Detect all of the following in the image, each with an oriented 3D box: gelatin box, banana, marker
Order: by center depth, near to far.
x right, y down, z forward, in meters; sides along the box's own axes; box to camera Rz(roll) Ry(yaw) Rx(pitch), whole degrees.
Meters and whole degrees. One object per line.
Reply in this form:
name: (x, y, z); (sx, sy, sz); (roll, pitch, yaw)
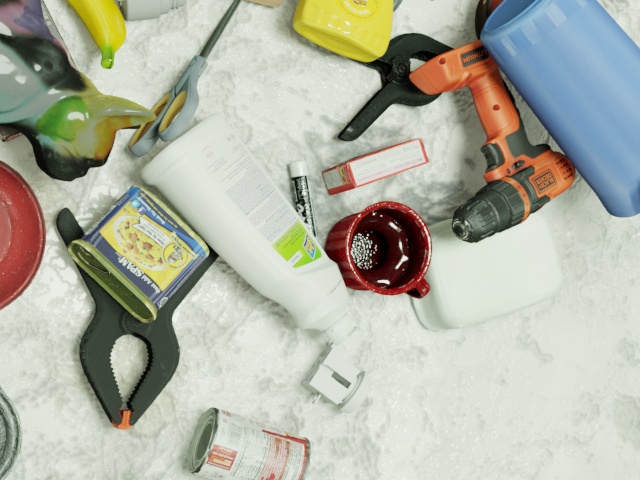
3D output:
banana: (-0.243, -0.248, 1.001); (0.037, 0.069, 0.198); (-40, 94, 17)
gelatin box: (0.056, -0.076, 1.090); (0.089, 0.073, 0.030); (-21, 94, -20)
marker: (-0.014, -0.021, 1.092); (0.020, 0.020, 0.121); (-9, 90, -20)

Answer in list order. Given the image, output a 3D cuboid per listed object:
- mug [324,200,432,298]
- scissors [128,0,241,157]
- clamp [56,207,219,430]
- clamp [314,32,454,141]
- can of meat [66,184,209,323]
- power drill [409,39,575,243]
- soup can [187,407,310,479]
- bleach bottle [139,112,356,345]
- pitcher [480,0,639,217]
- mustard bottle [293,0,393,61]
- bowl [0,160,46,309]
mug: (0.063, 0.017, 1.083); (0.117, 0.082, 0.093); (40, 75, -13)
scissors: (-0.116, -0.162, 1.029); (0.016, 0.096, 0.201); (40, 78, -27)
clamp: (-0.187, 0.071, 1.015); (0.164, 0.036, 0.210); (15, 78, -17)
clamp: (0.076, -0.166, 1.121); (0.171, 0.039, 0.120); (-5, 90, -20)
can of meat: (-0.166, 0.011, 0.983); (0.102, 0.058, 0.083); (44, 66, -8)
power drill: (0.165, -0.103, 1.083); (0.184, 0.057, 0.187); (-28, 93, -41)
soup can: (-0.069, 0.208, 1.033); (0.102, 0.069, 0.068); (22, 80, -17)
bleach bottle: (-0.057, 0.001, 1.029); (0.251, 0.068, 0.102); (51, 42, -6)
pitcher: (0.274, -0.154, 1.076); (0.242, 0.149, 0.145); (46, 74, -16)
mustard bottle: (0.044, -0.283, 1.069); (0.096, 0.058, 0.191); (20, 80, -18)
bowl: (-0.327, -0.007, 0.960); (0.162, 0.055, 0.162); (1, 86, -19)
